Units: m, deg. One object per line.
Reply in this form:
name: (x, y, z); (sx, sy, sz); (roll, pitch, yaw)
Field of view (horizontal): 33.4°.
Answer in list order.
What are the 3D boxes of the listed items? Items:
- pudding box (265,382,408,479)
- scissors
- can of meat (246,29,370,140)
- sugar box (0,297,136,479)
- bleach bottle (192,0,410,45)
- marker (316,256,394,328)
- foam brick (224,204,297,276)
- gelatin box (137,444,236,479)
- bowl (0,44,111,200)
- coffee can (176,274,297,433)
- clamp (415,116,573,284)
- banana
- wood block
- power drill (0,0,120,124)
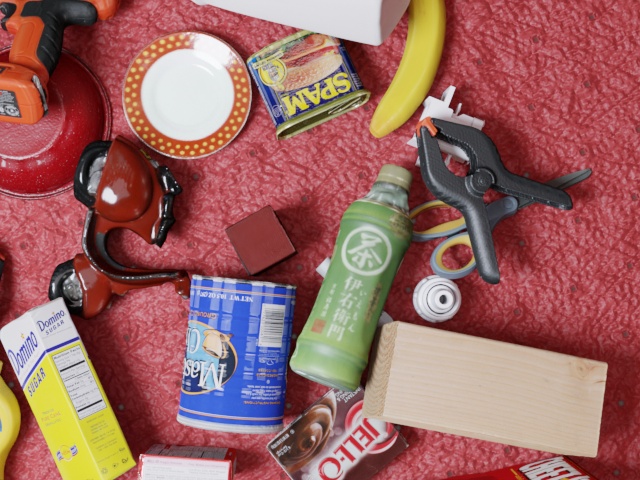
pudding box: (0.016, 0.201, 1.054); (0.113, 0.039, 0.090); (-39, 89, -3)
scissors: (0.184, -0.016, 1.063); (0.201, 0.016, 0.096); (-9, 62, -1)
can of meat: (-0.013, -0.160, 1.060); (0.102, 0.057, 0.084); (-24, 85, -2)
sugar box: (-0.245, 0.151, 1.024); (0.048, 0.094, 0.176); (-26, 89, -38)
bleach bottle: (-0.043, -0.257, 1.040); (0.251, 0.068, 0.102); (15, 48, 18)
marker: (0.045, 0.064, 1.070); (0.121, 0.020, 0.020); (43, 88, 1)
foam brick: (-0.057, 0.001, 1.042); (0.051, 0.078, 0.053); (-28, 88, -1)
gelatin box: (-0.128, 0.219, 1.034); (0.089, 0.073, 0.030); (3, 87, -1)
bowl: (-0.292, -0.122, 1.055); (0.162, 0.055, 0.162); (0, 88, -1)
coffee can: (-0.080, 0.107, 1.025); (0.103, 0.103, 0.140); (6, 88, -1)
clamp: (0.149, -0.044, 1.028); (0.171, 0.039, 0.120); (38, 74, -3)
banana: (0.090, -0.197, 1.070); (0.069, 0.037, 0.198); (5, 84, -2)
wood block: (0.154, 0.142, 1.015); (0.206, 0.090, 0.091); (12, 79, -9)
power drill: (-0.301, -0.200, 1.017); (0.184, 0.057, 0.187); (8, 54, 8)
